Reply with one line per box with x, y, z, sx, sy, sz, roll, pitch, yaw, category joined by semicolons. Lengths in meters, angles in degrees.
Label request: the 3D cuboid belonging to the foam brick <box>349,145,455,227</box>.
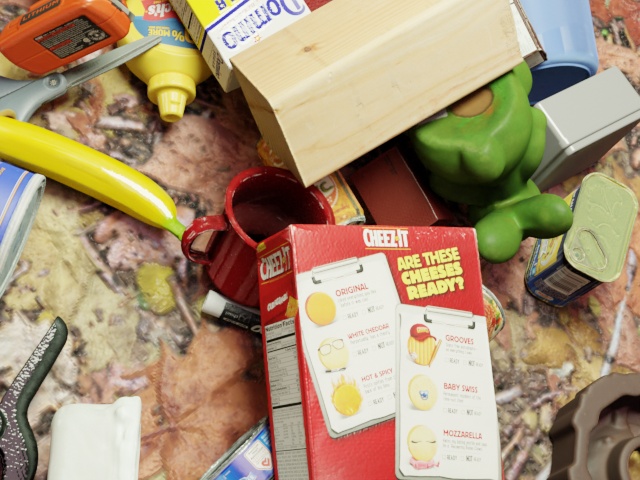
0.072;-0.037;0.933;0.078;0.053;0.051;62;22;11;foam brick

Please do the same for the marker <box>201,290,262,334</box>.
-0.039;0.072;0.881;0.121;0.020;0.020;23;63;-8;marker

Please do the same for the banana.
-0.192;-0.057;0.851;0.197;0.070;0.037;25;90;-21;banana

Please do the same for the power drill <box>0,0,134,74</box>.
-0.222;-0.233;0.869;0.057;0.185;0.187;30;48;-54;power drill

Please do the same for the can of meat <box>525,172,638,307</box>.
0.233;0.002;0.964;0.057;0.084;0.102;26;63;-7;can of meat

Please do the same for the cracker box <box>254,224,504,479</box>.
0.043;0.100;0.783;0.163;0.072;0.214;1;77;-30;cracker box

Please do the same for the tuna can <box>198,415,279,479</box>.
-0.059;0.172;0.795;0.034;0.086;0.086;46;62;1;tuna can

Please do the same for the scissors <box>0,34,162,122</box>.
-0.237;-0.136;0.877;0.201;0.016;0.096;-42;78;-14;scissors

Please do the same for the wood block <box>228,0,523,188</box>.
0.045;-0.144;0.852;0.206;0.090;0.091;-30;40;-8;wood block

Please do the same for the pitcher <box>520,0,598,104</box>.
0.200;-0.259;1.046;0.149;0.145;0.243;-6;74;-8;pitcher

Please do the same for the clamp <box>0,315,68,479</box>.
-0.237;0.130;0.780;0.120;0.039;0.171;-8;77;-17;clamp

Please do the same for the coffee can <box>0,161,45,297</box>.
-0.289;-0.025;0.789;0.140;0.103;0.102;21;63;-9;coffee can

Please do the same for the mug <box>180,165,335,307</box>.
-0.056;0.001;0.858;0.117;0.082;0.093;-2;56;-28;mug

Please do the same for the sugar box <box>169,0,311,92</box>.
-0.083;-0.221;0.902;0.093;0.048;0.176;-29;77;-21;sugar box

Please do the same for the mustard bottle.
-0.130;-0.192;0.937;0.096;0.058;0.191;6;67;-21;mustard bottle
